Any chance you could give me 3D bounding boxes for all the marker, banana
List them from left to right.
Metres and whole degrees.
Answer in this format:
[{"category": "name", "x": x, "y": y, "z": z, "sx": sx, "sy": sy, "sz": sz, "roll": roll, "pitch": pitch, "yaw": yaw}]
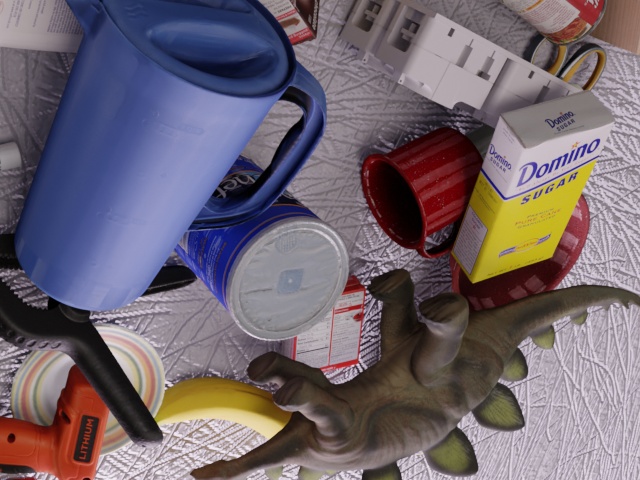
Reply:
[{"category": "marker", "x": -0.275, "y": -0.049, "z": 0.761, "sx": 0.120, "sy": 0.020, "sz": 0.020, "roll": -16, "pitch": 123, "yaw": -25}, {"category": "banana", "x": -0.079, "y": 0.162, "z": 0.998, "sx": 0.197, "sy": 0.037, "sz": 0.070, "roll": 18, "pitch": 123, "yaw": -37}]

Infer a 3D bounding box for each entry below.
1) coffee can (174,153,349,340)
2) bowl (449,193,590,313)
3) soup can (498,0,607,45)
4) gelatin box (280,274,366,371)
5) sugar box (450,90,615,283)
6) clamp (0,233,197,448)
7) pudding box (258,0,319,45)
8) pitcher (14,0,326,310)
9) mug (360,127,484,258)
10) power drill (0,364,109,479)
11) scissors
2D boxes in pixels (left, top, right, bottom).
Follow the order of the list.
[{"category": "coffee can", "x": -0.056, "y": 0.001, "z": 0.849, "sx": 0.102, "sy": 0.140, "sz": 0.103, "roll": -15, "pitch": 123, "yaw": -25}, {"category": "bowl", "x": 0.184, "y": -0.001, "z": 1.050, "sx": 0.161, "sy": 0.055, "sz": 0.162, "roll": -17, "pitch": 131, "yaw": -21}, {"category": "soup can", "x": 0.192, "y": -0.222, "z": 0.929, "sx": 0.102, "sy": 0.069, "sz": 0.068, "roll": 24, "pitch": 101, "yaw": -39}, {"category": "gelatin box", "x": 0.002, "y": 0.081, "z": 1.004, "sx": 0.073, "sy": 0.030, "sz": 0.089, "roll": -10, "pitch": 120, "yaw": -26}, {"category": "sugar box", "x": 0.178, "y": -0.042, "z": 0.913, "sx": 0.093, "sy": 0.048, "sz": 0.176, "roll": -17, "pitch": 148, "yaw": -22}, {"category": "clamp", "x": -0.189, "y": 0.062, "z": 0.817, "sx": 0.209, "sy": 0.164, "sz": 0.036, "roll": 24, "pitch": 140, "yaw": -32}, {"category": "pudding box", "x": -0.035, "y": -0.206, "z": 0.769, "sx": 0.039, "sy": 0.113, "sz": 0.090, "roll": -17, "pitch": 135, "yaw": 26}, {"category": "pitcher", "x": -0.117, "y": -0.059, "z": 0.738, "sx": 0.144, "sy": 0.149, "sz": 0.243, "roll": -23, "pitch": 155, "yaw": -47}, {"category": "mug", "x": 0.099, "y": -0.040, "z": 0.956, "sx": 0.081, "sy": 0.093, "sz": 0.117, "roll": -28, "pitch": 114, "yaw": -23}, {"category": "power drill", "x": -0.261, "y": 0.125, "z": 0.831, "sx": 0.187, "sy": 0.057, "sz": 0.184, "roll": 6, "pitch": 113, "yaw": -22}, {"category": "scissors", "x": 0.190, "y": -0.120, "z": 1.021, "sx": 0.202, "sy": 0.016, "sz": 0.096, "roll": -46, "pitch": 124, "yaw": 5}]
